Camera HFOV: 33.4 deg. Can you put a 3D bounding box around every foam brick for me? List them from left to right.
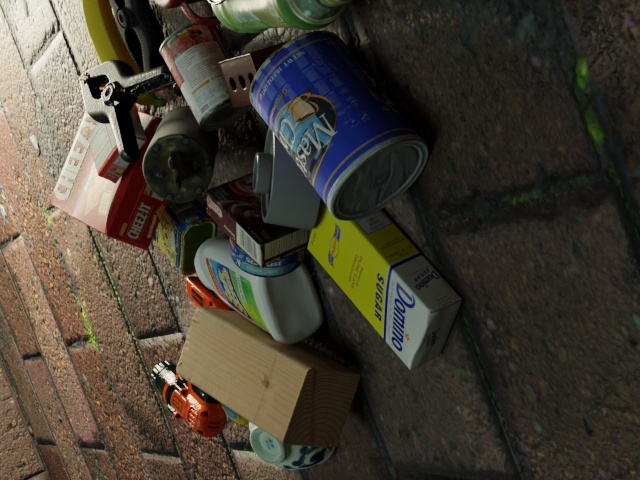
[{"bbox_3d":[-0.059,-0.169,1.094,0.078,0.051,0.053,2,112,60],"label":"foam brick"}]

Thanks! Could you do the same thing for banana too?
[{"bbox_3d":[-0.252,-0.244,1.326,0.070,0.037,0.198,-26,95,39],"label":"banana"}]

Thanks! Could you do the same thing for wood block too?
[{"bbox_3d":[-0.065,0.156,1.242,0.206,0.090,0.091,24,97,44],"label":"wood block"}]

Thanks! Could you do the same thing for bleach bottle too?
[{"bbox_3d":[-0.091,0.051,1.303,0.251,0.068,0.102,14,127,61],"label":"bleach bottle"}]

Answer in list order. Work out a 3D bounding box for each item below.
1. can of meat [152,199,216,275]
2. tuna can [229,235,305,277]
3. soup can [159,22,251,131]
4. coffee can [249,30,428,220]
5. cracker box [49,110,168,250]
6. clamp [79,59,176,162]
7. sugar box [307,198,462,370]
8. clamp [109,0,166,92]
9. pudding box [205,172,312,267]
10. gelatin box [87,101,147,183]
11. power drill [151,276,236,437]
[{"bbox_3d":[-0.184,-0.015,1.423,0.084,0.057,0.102,48,146,31],"label":"can of meat"},{"bbox_3d":[-0.058,0.001,1.179,0.086,0.086,0.034,45,146,37],"label":"tuna can"},{"bbox_3d":[-0.125,-0.182,1.184,0.102,0.068,0.069,61,152,11],"label":"soup can"},{"bbox_3d":[0.016,-0.103,0.955,0.140,0.102,0.103,55,150,24],"label":"coffee can"},{"bbox_3d":[-0.267,-0.093,1.410,0.214,0.072,0.164,22,89,53],"label":"cracker box"},{"bbox_3d":[-0.231,-0.177,1.267,0.039,0.120,0.172,30,-171,-48],"label":"clamp"},{"bbox_3d":[0.058,0.032,1.039,0.176,0.048,0.093,51,148,30],"label":"sugar box"},{"bbox_3d":[-0.230,-0.287,1.326,0.165,0.036,0.210,1,113,59],"label":"clamp"},{"bbox_3d":[-0.058,-0.028,1.154,0.114,0.089,0.039,45,147,35],"label":"pudding box"},{"bbox_3d":[-0.252,-0.126,1.321,0.073,0.030,0.089,-50,38,21],"label":"gelatin box"},{"bbox_3d":[-0.165,0.147,1.431,0.185,0.057,0.188,30,111,53],"label":"power drill"}]
